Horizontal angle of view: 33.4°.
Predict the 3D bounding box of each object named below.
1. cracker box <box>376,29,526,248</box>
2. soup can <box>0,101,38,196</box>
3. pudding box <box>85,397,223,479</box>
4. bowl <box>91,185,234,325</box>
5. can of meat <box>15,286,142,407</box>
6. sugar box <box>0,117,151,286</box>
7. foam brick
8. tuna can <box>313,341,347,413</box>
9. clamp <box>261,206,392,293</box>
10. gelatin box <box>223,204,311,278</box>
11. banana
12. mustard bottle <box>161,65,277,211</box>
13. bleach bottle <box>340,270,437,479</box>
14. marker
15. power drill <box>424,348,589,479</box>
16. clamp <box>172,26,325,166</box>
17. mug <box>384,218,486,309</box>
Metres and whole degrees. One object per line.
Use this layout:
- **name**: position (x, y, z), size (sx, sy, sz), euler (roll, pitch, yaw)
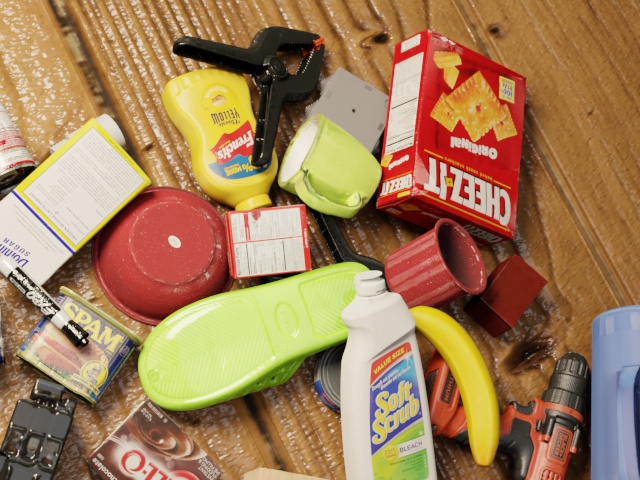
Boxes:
- **cracker box**: position (0.158, -0.118, 1.252), size (0.164, 0.072, 0.213), euler (20, 67, -31)
- **soup can**: position (-0.353, -0.104, 1.132), size (0.068, 0.069, 0.102), euler (-28, 82, -21)
- **pudding box**: position (-0.171, 0.233, 1.097), size (0.113, 0.039, 0.090), euler (44, 68, 1)
- **bowl**: position (-0.164, 0.009, 1.158), size (0.162, 0.055, 0.162), euler (4, 73, -15)
- **can of meat**: position (-0.250, 0.111, 1.103), size (0.102, 0.057, 0.084), euler (34, 71, -3)
- **sugar box**: position (-0.272, -0.036, 1.122), size (0.176, 0.048, 0.093), euler (-43, 99, -6)
- **foam brick**: position (0.216, 0.064, 1.249), size (0.053, 0.051, 0.078), euler (42, 67, 1)
- **tuna can**: position (0.036, 0.150, 1.183), size (0.086, 0.034, 0.086), euler (4, 73, -14)
- **clamp**: position (0.029, 0.032, 1.214), size (0.171, 0.039, 0.120), euler (27, 74, -9)
- **gelatin box**: position (-0.058, 0.001, 1.162), size (0.089, 0.030, 0.073), euler (-6, 90, -13)
- **banana**: position (0.148, 0.145, 1.155), size (0.069, 0.037, 0.198), euler (-31, 81, -7)
- **mustard bottle**: position (-0.102, -0.100, 1.206), size (0.096, 0.058, 0.191), euler (-18, 80, -28)
- **bleach bottle**: position (0.060, 0.157, 1.116), size (0.102, 0.068, 0.251), euler (-14, 104, -20)
- **marker**: position (-0.277, 0.063, 1.071), size (0.121, 0.020, 0.020), euler (43, 67, 9)
- **power drill**: position (0.210, 0.185, 1.208), size (0.187, 0.057, 0.184), euler (24, 66, -7)
- **clamp**: position (-0.056, -0.181, 1.219), size (0.209, 0.036, 0.164), euler (-30, 92, -45)
- **mug**: position (0.131, 0.029, 1.208), size (0.093, 0.082, 0.117), euler (53, 33, -9)
